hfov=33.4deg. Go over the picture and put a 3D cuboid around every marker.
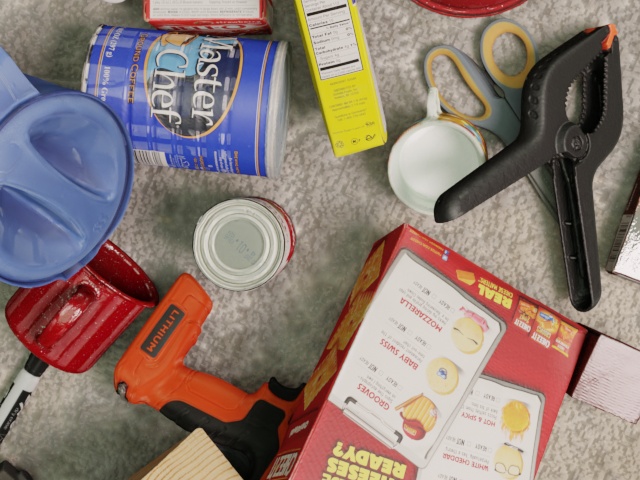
[{"bbox_3d":[-0.247,0.132,0.853,0.020,0.020,0.121,33,94,1],"label":"marker"}]

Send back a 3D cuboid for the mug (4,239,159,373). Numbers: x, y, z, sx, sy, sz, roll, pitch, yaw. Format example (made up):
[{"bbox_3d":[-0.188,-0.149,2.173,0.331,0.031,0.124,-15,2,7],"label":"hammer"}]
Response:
[{"bbox_3d":[-0.184,0.049,0.801,0.093,0.117,0.081,41,99,-11],"label":"mug"}]

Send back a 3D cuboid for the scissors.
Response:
[{"bbox_3d":[0.167,-0.087,0.822,0.202,0.016,0.096,43,96,0],"label":"scissors"}]

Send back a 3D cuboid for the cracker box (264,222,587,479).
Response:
[{"bbox_3d":[0.076,0.121,0.761,0.164,0.072,0.213,30,68,-10],"label":"cracker box"}]

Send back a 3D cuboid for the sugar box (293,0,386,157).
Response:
[{"bbox_3d":[0.005,-0.157,0.752,0.048,0.093,0.176,-16,123,4],"label":"sugar box"}]

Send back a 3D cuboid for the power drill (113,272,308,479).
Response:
[{"bbox_3d":[-0.046,0.105,0.808,0.188,0.057,0.184,32,69,8],"label":"power drill"}]

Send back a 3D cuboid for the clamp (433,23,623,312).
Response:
[{"bbox_3d":[0.167,-0.069,0.782,0.164,0.036,0.210,22,79,-31],"label":"clamp"}]

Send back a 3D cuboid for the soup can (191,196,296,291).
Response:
[{"bbox_3d":[-0.055,0.001,0.796,0.068,0.102,0.068,0,92,3],"label":"soup can"}]

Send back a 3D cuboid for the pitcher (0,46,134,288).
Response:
[{"bbox_3d":[-0.258,-0.078,0.742,0.243,0.144,0.149,24,98,33],"label":"pitcher"}]

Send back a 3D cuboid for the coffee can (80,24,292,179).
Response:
[{"bbox_3d":[-0.096,-0.103,0.793,0.140,0.103,0.103,6,93,3],"label":"coffee can"}]

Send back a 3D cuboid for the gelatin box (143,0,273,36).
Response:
[{"bbox_3d":[-0.083,-0.172,0.803,0.089,0.073,0.030,0,92,3],"label":"gelatin box"}]
